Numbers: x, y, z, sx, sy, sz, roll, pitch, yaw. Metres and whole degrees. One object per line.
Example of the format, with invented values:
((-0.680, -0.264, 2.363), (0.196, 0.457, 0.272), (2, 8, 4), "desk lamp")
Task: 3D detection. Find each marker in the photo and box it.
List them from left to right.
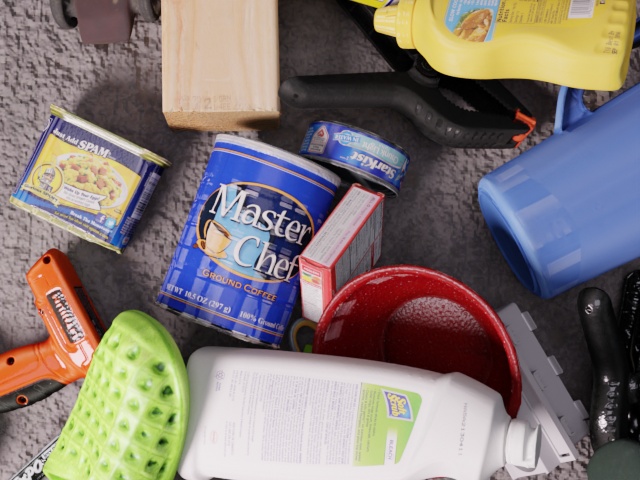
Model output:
((-0.231, 0.187, 0.845), (0.121, 0.020, 0.020), (-41, 89, -4), "marker")

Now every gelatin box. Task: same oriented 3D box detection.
((0.017, 0.011, 0.819), (0.030, 0.073, 0.089), (22, 54, 19), "gelatin box")

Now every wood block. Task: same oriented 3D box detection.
((-0.078, -0.194, 0.838), (0.090, 0.091, 0.206), (-1, 86, -3), "wood block")

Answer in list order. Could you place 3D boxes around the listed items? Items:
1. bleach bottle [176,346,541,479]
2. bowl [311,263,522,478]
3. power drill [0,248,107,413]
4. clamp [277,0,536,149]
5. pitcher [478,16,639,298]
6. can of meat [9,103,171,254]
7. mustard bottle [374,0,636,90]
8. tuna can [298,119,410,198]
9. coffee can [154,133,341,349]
((0.026, 0.135, 0.749), (0.251, 0.068, 0.102), (5, 89, 20), "bleach bottle")
((0.077, 0.091, 0.791), (0.162, 0.055, 0.162), (6, 105, 25), "bowl")
((-0.270, 0.082, 0.833), (0.187, 0.057, 0.184), (-29, 91, -1), "power drill")
((0.069, -0.122, 0.837), (0.210, 0.036, 0.164), (30, 50, -5), "clamp")
((0.245, -0.065, 0.824), (0.243, 0.145, 0.149), (-28, 51, 0), "pitcher")
((-0.182, -0.047, 0.843), (0.102, 0.057, 0.084), (26, 88, 0), "can of meat")
((0.134, -0.160, 0.796), (0.192, 0.058, 0.096), (7, 53, 18), "mustard bottle")
((0.026, -0.063, 0.836), (0.086, 0.086, 0.034), (20, 84, -1), "tuna can")
((-0.055, 0.001, 0.820), (0.103, 0.103, 0.140), (20, 86, -1), "coffee can")
